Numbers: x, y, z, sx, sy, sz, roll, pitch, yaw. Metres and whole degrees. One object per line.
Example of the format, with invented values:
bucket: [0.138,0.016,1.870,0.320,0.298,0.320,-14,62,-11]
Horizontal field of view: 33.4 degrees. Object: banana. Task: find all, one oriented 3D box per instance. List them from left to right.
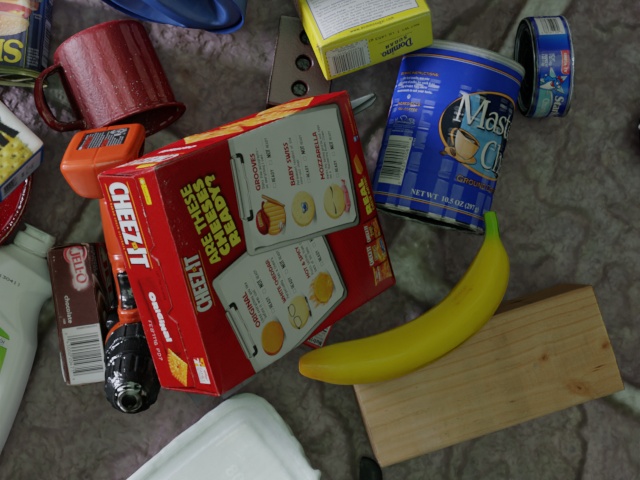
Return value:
banana: [0.078,0.062,0.829,0.197,0.037,0.070,-37,74,-7]

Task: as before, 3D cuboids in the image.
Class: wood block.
wood block: [0.130,0.108,0.889,0.206,0.091,0.090,-17,90,-2]

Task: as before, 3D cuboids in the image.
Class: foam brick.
foam brick: [-0.015,-0.146,0.906,0.053,0.051,0.078,9,89,-3]

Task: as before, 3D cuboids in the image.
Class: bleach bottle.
bleach bottle: [-0.281,0.107,0.887,0.102,0.068,0.251,26,86,-2]

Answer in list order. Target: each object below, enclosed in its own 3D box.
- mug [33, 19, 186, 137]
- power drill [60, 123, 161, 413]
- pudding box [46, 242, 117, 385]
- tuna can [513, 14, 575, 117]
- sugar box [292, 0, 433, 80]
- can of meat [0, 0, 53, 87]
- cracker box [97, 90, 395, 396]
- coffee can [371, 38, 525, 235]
mug: [-0.179,-0.125,0.876,0.117,0.093,0.081,-21,85,-28]
power drill: [-0.150,0.017,0.809,0.057,0.184,0.188,-7,112,-3]
pudding box: [-0.190,0.057,0.876,0.039,0.090,0.113,-7,91,0]
tuna can: [0.187,-0.146,0.897,0.033,0.086,0.086,-2,89,-1]
sugar box: [0.018,-0.218,0.872,0.093,0.048,0.176,-19,55,-2]
can of meat: [-0.277,-0.177,0.893,0.102,0.057,0.084,5,87,-2]
cracker box: [-0.046,-0.005,0.791,0.213,0.072,0.164,-28,109,-45]
coffee can: [0.103,-0.084,0.884,0.103,0.103,0.140,14,89,-2]
